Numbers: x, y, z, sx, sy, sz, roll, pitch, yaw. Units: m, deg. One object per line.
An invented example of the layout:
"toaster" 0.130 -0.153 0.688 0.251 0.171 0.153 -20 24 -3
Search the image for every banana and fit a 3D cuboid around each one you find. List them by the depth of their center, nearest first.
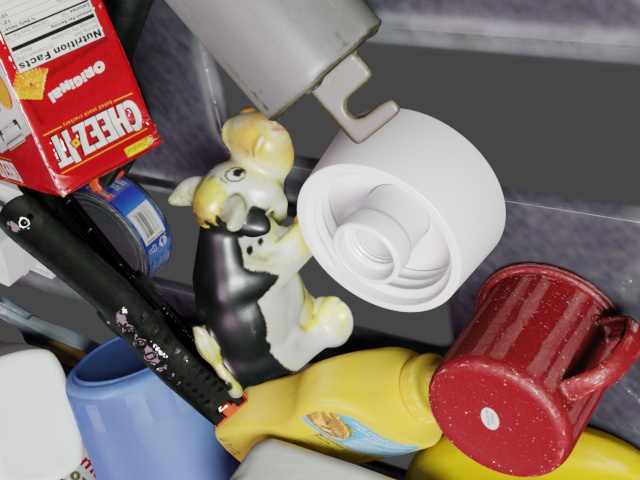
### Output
"banana" 0.121 0.140 0.659 0.198 0.037 0.069 -7 119 41

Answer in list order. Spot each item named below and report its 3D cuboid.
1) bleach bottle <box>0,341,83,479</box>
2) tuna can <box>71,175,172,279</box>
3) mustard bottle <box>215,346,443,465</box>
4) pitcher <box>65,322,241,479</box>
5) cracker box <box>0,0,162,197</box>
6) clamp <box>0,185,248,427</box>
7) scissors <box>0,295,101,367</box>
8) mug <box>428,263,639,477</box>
"bleach bottle" -0.254 0.134 0.877 0.251 0.068 0.102 169 88 -68
"tuna can" -0.146 -0.006 0.750 0.086 0.033 0.086 21 134 23
"mustard bottle" 0.022 0.109 0.685 0.096 0.058 0.192 29 145 -29
"pitcher" -0.104 0.193 0.785 0.145 0.149 0.243 -18 107 -1
"cracker box" -0.180 -0.139 0.570 0.164 0.072 0.213 14 130 56
"clamp" -0.121 0.037 0.656 0.210 0.036 0.164 50 180 -10
"scissors" -0.247 0.060 0.841 0.201 0.016 0.096 31 156 -22
"mug" 0.118 0.070 0.570 0.117 0.081 0.093 -20 110 45
